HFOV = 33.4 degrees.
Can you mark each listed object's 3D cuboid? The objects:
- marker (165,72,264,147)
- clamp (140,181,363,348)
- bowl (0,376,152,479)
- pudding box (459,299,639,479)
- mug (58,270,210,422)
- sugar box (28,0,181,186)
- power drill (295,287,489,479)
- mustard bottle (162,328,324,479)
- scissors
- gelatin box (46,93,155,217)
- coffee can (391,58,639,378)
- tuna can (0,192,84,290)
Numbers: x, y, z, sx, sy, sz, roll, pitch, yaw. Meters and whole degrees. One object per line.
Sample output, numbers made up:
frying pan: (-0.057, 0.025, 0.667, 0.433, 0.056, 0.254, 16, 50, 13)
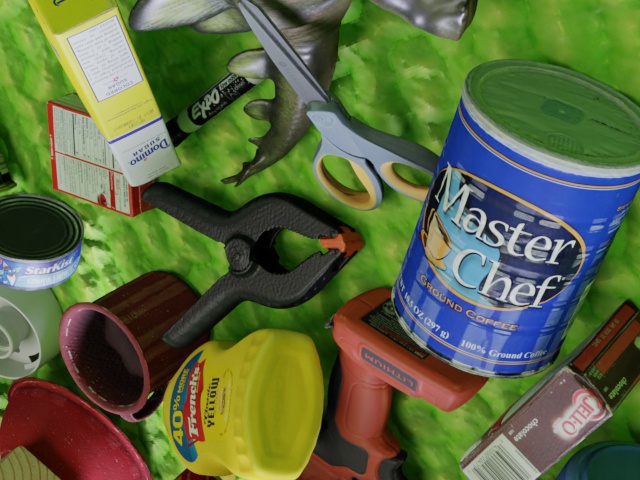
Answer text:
marker: (-0.074, -0.094, 0.727, 0.121, 0.020, 0.020, -29, 92, 42)
clamp: (-0.055, 0.001, 0.738, 0.172, 0.039, 0.120, -18, 92, 27)
bowl: (-0.228, 0.197, 0.941, 0.162, 0.055, 0.162, 22, 139, 20)
pudding box: (0.139, 0.094, 0.609, 0.039, 0.089, 0.114, 47, 132, 11)
mug: (-0.138, 0.085, 0.823, 0.093, 0.081, 0.117, 13, 119, 33)
sugar box: (-0.141, -0.115, 0.674, 0.093, 0.048, 0.176, 59, 169, 26)
power drill: (0.053, 0.139, 0.719, 0.185, 0.057, 0.188, 31, 128, 22)
mustard bottle: (-0.066, 0.117, 0.749, 0.192, 0.058, 0.096, -18, 65, 61)
scissors: (0.022, -0.067, 0.597, 0.096, 0.016, 0.201, 9, 156, 15)
gelatin box: (-0.164, -0.065, 0.805, 0.089, 0.030, 0.073, 19, 121, 30)
coffee can: (0.105, -0.011, 0.573, 0.103, 0.102, 0.140, 32, 128, 21)
tuna can: (-0.234, 0.001, 0.853, 0.086, 0.086, 0.034, 33, 130, 21)
